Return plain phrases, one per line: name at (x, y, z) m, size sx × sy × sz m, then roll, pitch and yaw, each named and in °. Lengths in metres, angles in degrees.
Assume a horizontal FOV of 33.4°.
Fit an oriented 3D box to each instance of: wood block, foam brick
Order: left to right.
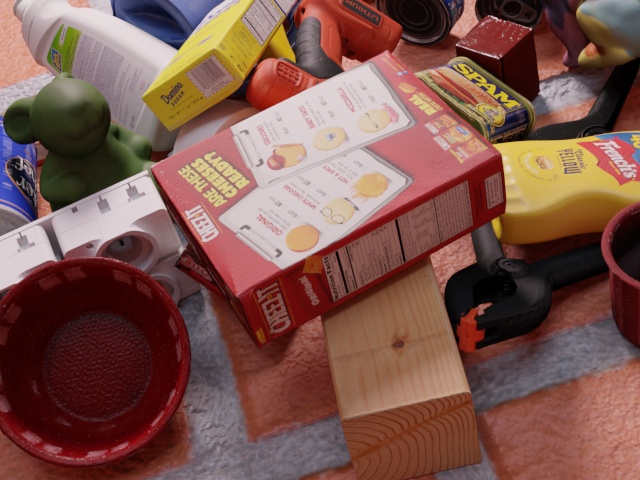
wood block at (0.049, 0.066, 0.800) m, size 0.091 × 0.090 × 0.206 m, roll -13°, pitch 45°, yaw 3°
foam brick at (0.164, -0.159, 0.986) m, size 0.053 × 0.078 × 0.051 m, roll 28°, pitch 62°, yaw 36°

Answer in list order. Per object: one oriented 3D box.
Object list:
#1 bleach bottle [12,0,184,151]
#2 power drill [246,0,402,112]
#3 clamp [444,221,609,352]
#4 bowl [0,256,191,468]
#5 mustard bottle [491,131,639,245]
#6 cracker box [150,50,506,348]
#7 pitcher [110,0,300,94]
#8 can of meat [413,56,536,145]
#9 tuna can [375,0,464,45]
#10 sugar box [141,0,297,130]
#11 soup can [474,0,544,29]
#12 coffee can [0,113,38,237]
bleach bottle at (-0.225, -0.192, 1.088) m, size 0.251 × 0.103 × 0.067 m, roll 36°, pitch 27°, yaw 26°
power drill at (0.030, -0.146, 0.980) m, size 0.184 × 0.057 × 0.187 m, roll 29°, pitch 40°, yaw -16°
clamp at (0.139, 0.028, 0.823) m, size 0.120 × 0.039 × 0.171 m, roll 14°, pitch 30°, yaw 38°
bowl at (-0.179, 0.096, 0.836) m, size 0.162 × 0.055 × 0.162 m, roll 0°, pitch 79°, yaw -1°
mustard bottle at (0.228, -0.046, 0.836) m, size 0.191 × 0.058 × 0.096 m, roll -6°, pitch 38°, yaw 3°
cracker box at (0.005, -0.037, 0.796) m, size 0.213 × 0.072 × 0.164 m, roll -28°, pitch 46°, yaw -11°
pitcher at (-0.091, -0.269, 1.145) m, size 0.145 × 0.149 × 0.242 m, roll 10°, pitch 46°, yaw 44°
can of meat at (0.123, -0.111, 0.933) m, size 0.102 × 0.057 × 0.083 m, roll 41°, pitch 38°, yaw 22°
tuna can at (0.099, -0.239, 1.076) m, size 0.086 × 0.086 × 0.033 m, roll 15°, pitch 55°, yaw 28°
sugar box at (-0.088, -0.176, 0.964) m, size 0.093 × 0.048 × 0.176 m, roll -27°, pitch 26°, yaw 31°
soup can at (0.196, -0.265, 1.083) m, size 0.069 × 0.068 × 0.102 m, roll 1°, pitch 48°, yaw 17°
coffee can at (-0.316, -0.039, 0.999) m, size 0.103 × 0.103 × 0.140 m, roll -17°, pitch 45°, yaw 0°
